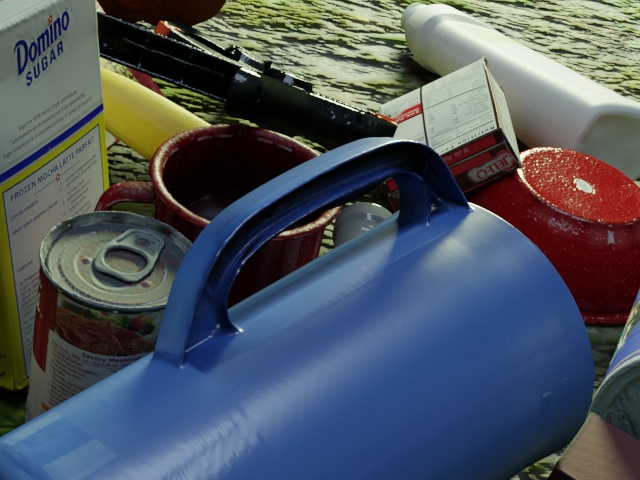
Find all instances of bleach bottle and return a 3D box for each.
[{"bbox_3d":[0.154,-0.133,0.871,0.102,0.068,0.251,5,28,-39],"label":"bleach bottle"}]

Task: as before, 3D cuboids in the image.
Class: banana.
[{"bbox_3d":[-0.062,-0.045,0.623,0.197,0.037,0.070,29,0,-33],"label":"banana"}]

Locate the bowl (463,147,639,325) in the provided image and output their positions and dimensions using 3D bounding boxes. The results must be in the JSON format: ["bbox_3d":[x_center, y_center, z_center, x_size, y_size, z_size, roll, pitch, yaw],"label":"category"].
[{"bbox_3d":[0.164,-0.015,0.712,0.162,0.055,0.162,11,34,-8],"label":"bowl"}]

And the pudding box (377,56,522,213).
[{"bbox_3d":[0.085,-0.072,0.735,0.090,0.039,0.113,-23,32,17],"label":"pudding box"}]

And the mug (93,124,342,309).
[{"bbox_3d":[-0.053,0.001,0.524,0.117,0.082,0.093,5,37,-12],"label":"mug"}]

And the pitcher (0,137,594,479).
[{"bbox_3d":[-0.014,0.071,0.430,0.242,0.145,0.149,-25,68,-37],"label":"pitcher"}]

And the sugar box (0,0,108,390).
[{"bbox_3d":[-0.139,-0.027,0.496,0.048,0.176,0.093,11,31,18],"label":"sugar box"}]

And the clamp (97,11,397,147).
[{"bbox_3d":[-0.022,-0.080,0.628,0.209,0.036,0.165,15,11,-39],"label":"clamp"}]

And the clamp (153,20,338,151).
[{"bbox_3d":[-0.061,-0.117,0.745,0.171,0.039,0.120,23,11,-45],"label":"clamp"}]

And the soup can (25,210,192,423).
[{"bbox_3d":[-0.094,0.047,0.475,0.068,0.102,0.068,10,34,-7],"label":"soup can"}]
